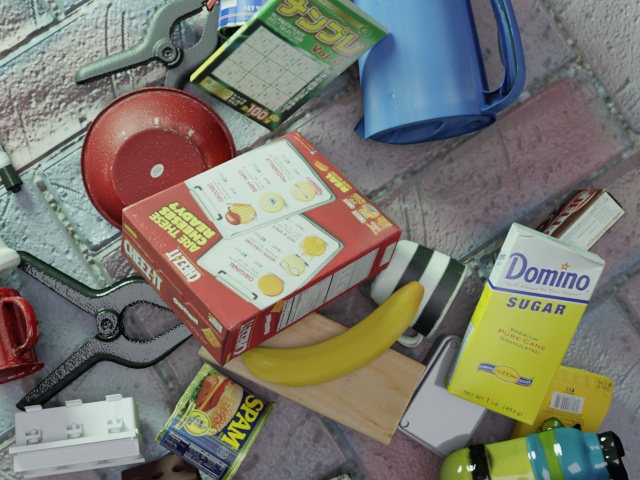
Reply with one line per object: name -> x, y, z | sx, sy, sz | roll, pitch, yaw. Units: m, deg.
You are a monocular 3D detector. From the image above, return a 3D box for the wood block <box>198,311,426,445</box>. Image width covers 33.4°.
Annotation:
wood block -> -0.011, 0.118, 1.079 | 0.206, 0.091, 0.090 | 26, 86, -3

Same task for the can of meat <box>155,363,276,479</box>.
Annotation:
can of meat -> -0.105, 0.183, 1.070 | 0.084, 0.102, 0.058 | 32, 131, 1

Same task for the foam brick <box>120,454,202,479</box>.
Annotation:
foam brick -> -0.157, 0.255, 1.076 | 0.078, 0.053, 0.051 | -17, 116, -5

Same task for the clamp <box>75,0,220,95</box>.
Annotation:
clamp -> -0.154, -0.180, 1.106 | 0.171, 0.039, 0.120 | -42, 102, -1

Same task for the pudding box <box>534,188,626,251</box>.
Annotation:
pudding box -> 0.250, -0.004, 1.099 | 0.039, 0.090, 0.113 | 43, 88, -5

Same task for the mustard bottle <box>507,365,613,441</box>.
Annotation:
mustard bottle -> 0.236, 0.225, 1.107 | 0.096, 0.058, 0.191 | 13, 87, -2

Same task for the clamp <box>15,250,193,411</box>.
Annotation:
clamp -> -0.223, 0.077, 1.093 | 0.210, 0.036, 0.164 | -11, 90, 0

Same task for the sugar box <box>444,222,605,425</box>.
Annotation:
sugar box -> 0.197, 0.081, 1.038 | 0.093, 0.048, 0.176 | 21, 103, -2

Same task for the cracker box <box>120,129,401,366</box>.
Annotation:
cracker box -> -0.057, 0.001, 1.019 | 0.213, 0.072, 0.164 | -29, 62, -31

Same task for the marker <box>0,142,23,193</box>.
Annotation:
marker -> -0.341, -0.104, 1.100 | 0.020, 0.020, 0.121 | -28, 91, -4

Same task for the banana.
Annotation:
banana -> 0.012, 0.096, 1.016 | 0.197, 0.037, 0.069 | -15, 89, -4

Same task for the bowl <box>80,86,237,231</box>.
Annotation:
bowl -> -0.163, -0.072, 1.073 | 0.162, 0.055, 0.162 | -1, 103, -6

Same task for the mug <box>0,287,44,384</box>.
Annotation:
mug -> -0.316, 0.092, 1.032 | 0.117, 0.093, 0.081 | -25, 77, 34

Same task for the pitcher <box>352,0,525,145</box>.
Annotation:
pitcher -> 0.104, -0.224, 1.075 | 0.149, 0.145, 0.243 | -7, 86, -12
